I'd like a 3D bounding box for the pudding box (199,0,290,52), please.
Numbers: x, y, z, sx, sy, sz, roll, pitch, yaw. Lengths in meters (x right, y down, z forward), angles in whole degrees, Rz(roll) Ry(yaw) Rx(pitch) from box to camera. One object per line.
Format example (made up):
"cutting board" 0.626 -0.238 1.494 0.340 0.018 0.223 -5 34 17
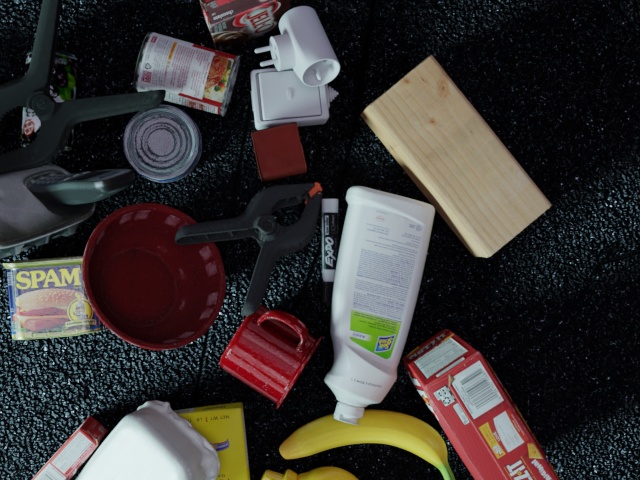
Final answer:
"pudding box" -0.079 -0.245 1.143 0.090 0.113 0.039 -21 88 -3

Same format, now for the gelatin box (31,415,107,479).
"gelatin box" -0.273 0.237 1.157 0.030 0.073 0.089 43 88 -3

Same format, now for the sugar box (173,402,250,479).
"sugar box" -0.123 0.273 1.178 0.093 0.048 0.176 -7 89 -2

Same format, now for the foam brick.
"foam brick" -0.045 -0.095 1.164 0.051 0.078 0.053 -12 91 -1

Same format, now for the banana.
"banana" 0.056 0.220 1.183 0.198 0.037 0.069 8 59 2

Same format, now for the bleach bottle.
"bleach bottle" 0.050 0.074 1.167 0.102 0.068 0.251 14 86 -4

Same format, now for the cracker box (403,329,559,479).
"cracker box" 0.162 0.187 1.108 0.072 0.214 0.164 -32 92 -1

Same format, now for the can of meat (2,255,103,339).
"can of meat" -0.289 0.061 1.164 0.102 0.057 0.084 -4 93 -3

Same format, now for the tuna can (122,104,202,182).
"tuna can" -0.174 -0.107 1.179 0.086 0.034 0.086 0 90 -3

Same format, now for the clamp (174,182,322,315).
"clamp" -0.058 0.001 1.156 0.171 0.039 0.120 -30 82 -19

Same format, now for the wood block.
"wood block" 0.145 -0.089 1.167 0.090 0.091 0.206 -39 92 -2

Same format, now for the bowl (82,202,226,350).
"bowl" -0.186 0.044 1.149 0.161 0.055 0.162 10 68 -28

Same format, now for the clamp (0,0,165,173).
"clamp" -0.291 -0.152 1.114 0.210 0.036 0.164 -38 93 -1

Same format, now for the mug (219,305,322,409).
"mug" -0.052 0.116 1.151 0.081 0.117 0.093 32 49 2

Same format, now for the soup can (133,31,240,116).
"soup can" -0.145 -0.182 1.163 0.102 0.068 0.068 15 90 -2

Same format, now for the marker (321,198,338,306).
"marker" 0.011 0.014 1.196 0.020 0.020 0.121 0 90 -3
